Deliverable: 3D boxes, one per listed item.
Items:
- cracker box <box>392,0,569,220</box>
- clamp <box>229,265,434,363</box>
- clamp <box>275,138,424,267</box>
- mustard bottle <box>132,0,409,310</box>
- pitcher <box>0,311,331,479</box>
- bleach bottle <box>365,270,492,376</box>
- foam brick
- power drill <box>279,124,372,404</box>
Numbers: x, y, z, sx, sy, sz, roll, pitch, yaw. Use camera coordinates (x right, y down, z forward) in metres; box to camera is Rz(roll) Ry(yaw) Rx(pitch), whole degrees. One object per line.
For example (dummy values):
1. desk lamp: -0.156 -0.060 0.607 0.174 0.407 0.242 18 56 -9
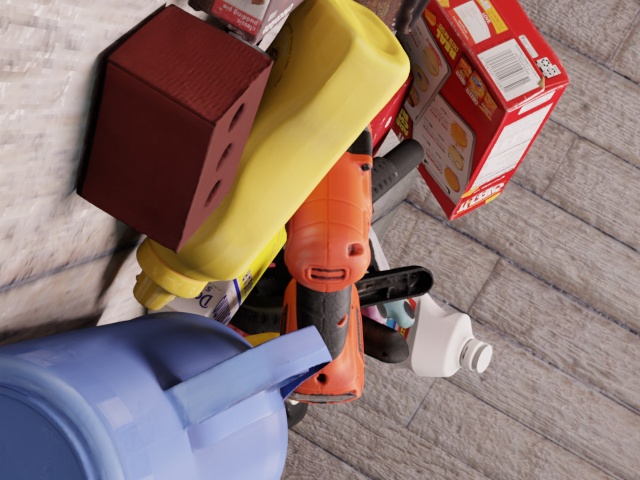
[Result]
1. cracker box: 0.120 -0.137 0.929 0.072 0.164 0.214 -25 163 -15
2. clamp: -0.003 0.052 0.785 0.120 0.171 0.039 -71 158 -69
3. clamp: 0.028 -0.033 0.836 0.164 0.036 0.210 -44 178 -4
4. mustard bottle: -0.036 -0.037 0.545 0.192 0.058 0.096 -50 -152 19
5. pitcher: -0.091 0.094 0.479 0.242 0.145 0.149 21 86 -81
6. bleach bottle: 0.067 0.071 1.118 0.102 0.251 0.068 -59 146 -15
7. foam brick: -0.060 -0.046 0.439 0.053 0.051 0.078 -54 172 -44
8. power drill: 0.001 -0.003 0.662 0.188 0.057 0.184 90 2 -47
